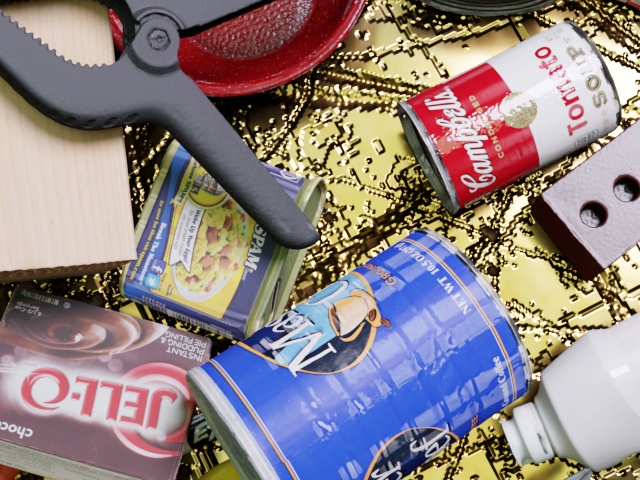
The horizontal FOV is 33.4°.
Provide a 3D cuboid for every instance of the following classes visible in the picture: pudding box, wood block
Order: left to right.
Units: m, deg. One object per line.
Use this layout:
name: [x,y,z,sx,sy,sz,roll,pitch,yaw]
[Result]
wood block: [-0.159,-0.083,0.554,0.090,0.090,0.206,-6,86,-24]
pudding box: [-0.122,0.082,0.563,0.113,0.039,0.090,15,50,-3]

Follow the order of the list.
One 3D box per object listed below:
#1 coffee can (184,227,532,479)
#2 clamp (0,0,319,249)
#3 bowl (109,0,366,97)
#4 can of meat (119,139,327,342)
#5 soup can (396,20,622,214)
coffee can: [0.019,0.073,0.533,0.140,0.103,0.103,-32,81,-14]
clamp: [-0.078,-0.083,0.519,0.209,0.036,0.164,5,83,-21]
bowl: [-0.048,-0.154,0.608,0.162,0.055,0.162,-1,82,5]
can of meat: [-0.054,0.001,0.588,0.084,0.057,0.102,20,85,9]
soup can: [0.101,-0.067,0.578,0.102,0.068,0.068,-27,81,0]
